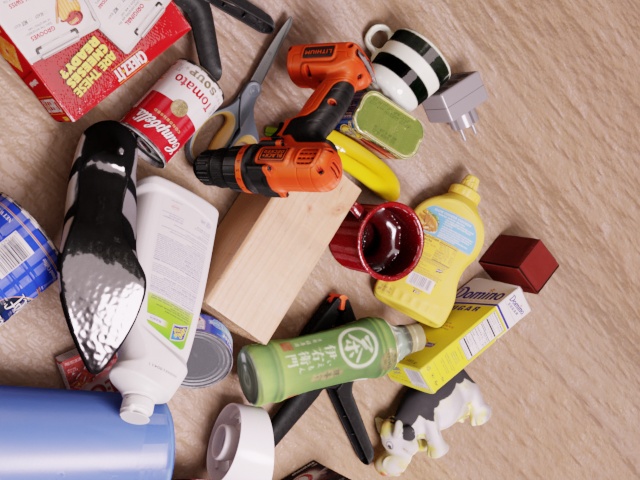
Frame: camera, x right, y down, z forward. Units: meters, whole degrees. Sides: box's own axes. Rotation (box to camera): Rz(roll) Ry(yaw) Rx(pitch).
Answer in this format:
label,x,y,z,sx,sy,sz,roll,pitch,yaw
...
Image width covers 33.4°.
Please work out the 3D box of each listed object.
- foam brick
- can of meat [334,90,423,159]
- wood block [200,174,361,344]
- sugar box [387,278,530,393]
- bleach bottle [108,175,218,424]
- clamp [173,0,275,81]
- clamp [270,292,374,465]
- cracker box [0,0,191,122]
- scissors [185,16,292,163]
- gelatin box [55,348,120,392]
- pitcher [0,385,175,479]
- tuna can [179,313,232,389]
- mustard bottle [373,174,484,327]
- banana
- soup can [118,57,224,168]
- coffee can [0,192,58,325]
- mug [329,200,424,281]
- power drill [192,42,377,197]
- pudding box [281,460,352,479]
label,x,y,z,sx,sy,sz,roll,pitch,yaw
foam brick,0.256,0.030,1.378,0.051,0.078,0.053,-51,118,-17
can of meat,0.060,-0.134,1.248,0.102,0.084,0.057,29,80,-29
wood block,-0.058,0.001,1.189,0.090,0.091,0.206,38,76,-26
sugar box,0.167,0.114,1.326,0.176,0.093,0.048,-39,114,-22
bleach bottle,-0.170,0.062,1.082,0.102,0.068,0.250,28,51,-29
clamp,-0.129,-0.257,1.148,0.171,0.039,0.120,46,49,-22
clamp,-0.002,0.168,1.265,0.164,0.036,0.210,2,91,-33
cracker box,-0.260,-0.250,1.064,0.164,0.072,0.213,-43,114,-19
scissors,-0.071,-0.151,1.209,0.201,0.016,0.096,-48,118,-15
gelatin box,-0.228,0.142,1.140,0.089,0.030,0.073,-23,107,-25
pitcher,-0.274,0.215,1.051,0.242,0.149,0.145,4,61,-23
tuna can,-0.138,0.120,1.162,0.086,0.034,0.086,-2,127,-2
mustard bottle,0.147,0.004,1.316,0.096,0.058,0.191,26,78,7
banana,0.032,-0.095,1.244,0.197,0.070,0.037,28,83,-28
soup can,-0.159,-0.136,1.134,0.068,0.069,0.102,48,71,-24
coffee can,-0.331,0.036,1.030,0.140,0.103,0.102,-42,113,-20
mug,0.055,-0.009,1.257,0.117,0.082,0.093,45,73,-25
power drill,-0.033,-0.128,1.148,0.057,0.185,0.187,55,51,-44
pudding box,-0.025,0.306,1.236,0.113,0.090,0.039,-24,107,-26
